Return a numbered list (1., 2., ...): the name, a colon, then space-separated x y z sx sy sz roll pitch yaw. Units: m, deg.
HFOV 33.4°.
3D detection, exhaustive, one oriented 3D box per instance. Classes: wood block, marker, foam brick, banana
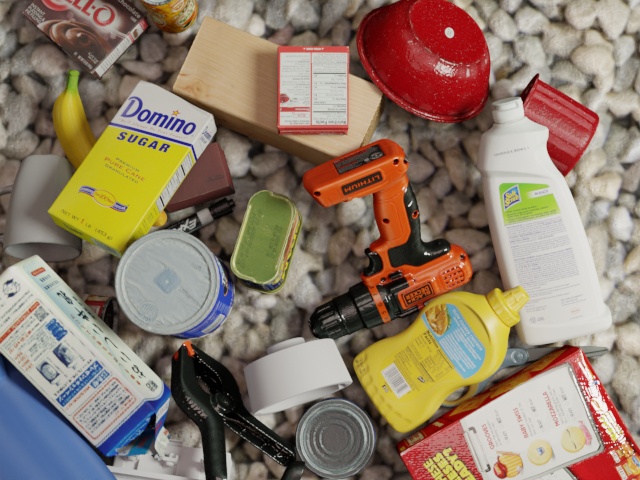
1. wood block: -0.042 -0.151 1.149 0.206 0.090 0.091 23 84 6
2. marker: -0.149 -0.015 1.171 0.121 0.020 0.020 -27 82 -1
3. foam brick: -0.139 -0.068 1.161 0.078 0.051 0.053 -16 83 0
4. banana: -0.240 -0.087 1.164 0.037 0.070 0.198 -30 85 -41

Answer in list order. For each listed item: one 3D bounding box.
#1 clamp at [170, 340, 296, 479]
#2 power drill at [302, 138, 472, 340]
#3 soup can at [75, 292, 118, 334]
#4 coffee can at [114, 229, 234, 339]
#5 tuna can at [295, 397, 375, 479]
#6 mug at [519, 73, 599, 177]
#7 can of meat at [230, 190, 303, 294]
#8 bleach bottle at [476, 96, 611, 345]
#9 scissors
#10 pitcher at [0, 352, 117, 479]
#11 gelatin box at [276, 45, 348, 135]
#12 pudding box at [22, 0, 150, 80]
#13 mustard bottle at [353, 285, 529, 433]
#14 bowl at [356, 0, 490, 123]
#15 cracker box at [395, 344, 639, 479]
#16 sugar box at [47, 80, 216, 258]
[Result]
1. clamp: -0.110 0.183 1.103 0.171 0.120 0.039 48 117 15
2. power drill: 0.049 0.003 1.101 0.184 0.057 0.187 -25 119 -2
3. soup can: -0.274 0.088 1.138 0.102 0.068 0.068 6 83 3
4. coffee can: -0.147 0.049 1.101 0.103 0.140 0.103 0 83 2
5. tuna can: 0.016 0.209 1.128 0.086 0.034 0.086 0 83 2
6. mug: 0.235 -0.108 1.131 0.081 0.093 0.117 30 77 1
7. can of meat: -0.057 0.001 1.132 0.057 0.084 0.102 16 83 4
8. bleach bottle: 0.223 -0.023 1.090 0.102 0.068 0.251 -13 104 5
9. scissors: 0.200 0.142 1.138 0.202 0.016 0.096 11 85 4
10. pitcher: -0.283 0.240 1.056 0.145 0.149 0.243 -46 62 -7
11. gelatin box: -0.007 -0.152 1.087 0.073 0.030 0.089 0 82 1
12. pudding box: -0.261 -0.248 1.195 0.113 0.039 0.090 41 86 6
13. mustard bottle: 0.132 0.108 1.094 0.192 0.058 0.096 -39 72 17
14. bowl: 0.121 -0.203 1.124 0.162 0.055 0.162 14 54 -20
15. cracker box: 0.209 0.229 1.094 0.213 0.072 0.164 -30 89 -1
16. sugar box: -0.193 -0.074 1.107 0.093 0.048 0.176 27 75 11
